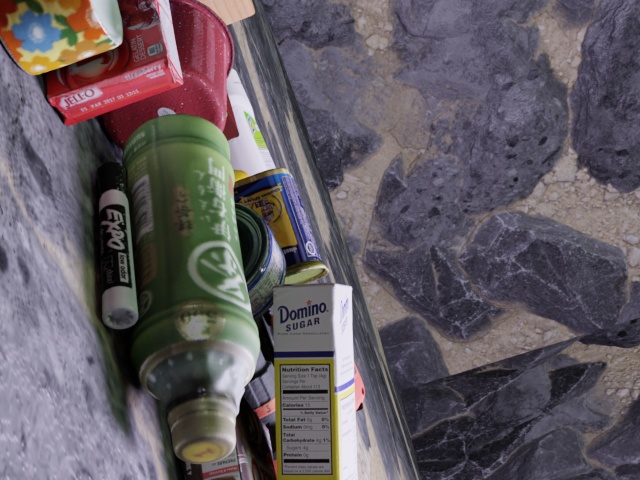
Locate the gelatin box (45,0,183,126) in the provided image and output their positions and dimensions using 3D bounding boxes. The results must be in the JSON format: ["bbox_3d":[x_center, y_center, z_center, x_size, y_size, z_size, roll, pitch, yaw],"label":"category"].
[{"bbox_3d":[-0.123,-0.117,0.617,0.030,0.073,0.089,64,11,-56],"label":"gelatin box"}]

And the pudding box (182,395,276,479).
[{"bbox_3d":[-0.053,0.145,0.659,0.113,0.039,0.090,64,11,-59],"label":"pudding box"}]

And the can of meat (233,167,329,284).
[{"bbox_3d":[-0.055,0.001,0.816,0.057,0.102,0.084,49,22,-78],"label":"can of meat"}]

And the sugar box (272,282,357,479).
[{"bbox_3d":[-0.002,0.115,0.670,0.093,0.048,0.176,28,58,-81],"label":"sugar box"}]

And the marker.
[{"bbox_3d":[-0.115,-0.002,0.602,0.020,0.020,0.121,68,6,-46],"label":"marker"}]

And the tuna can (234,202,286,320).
[{"bbox_3d":[-0.068,0.017,0.691,0.033,0.086,0.086,64,9,-50],"label":"tuna can"}]

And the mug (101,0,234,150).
[{"bbox_3d":[-0.108,-0.097,0.724,0.081,0.093,0.117,-96,-156,-47],"label":"mug"}]
